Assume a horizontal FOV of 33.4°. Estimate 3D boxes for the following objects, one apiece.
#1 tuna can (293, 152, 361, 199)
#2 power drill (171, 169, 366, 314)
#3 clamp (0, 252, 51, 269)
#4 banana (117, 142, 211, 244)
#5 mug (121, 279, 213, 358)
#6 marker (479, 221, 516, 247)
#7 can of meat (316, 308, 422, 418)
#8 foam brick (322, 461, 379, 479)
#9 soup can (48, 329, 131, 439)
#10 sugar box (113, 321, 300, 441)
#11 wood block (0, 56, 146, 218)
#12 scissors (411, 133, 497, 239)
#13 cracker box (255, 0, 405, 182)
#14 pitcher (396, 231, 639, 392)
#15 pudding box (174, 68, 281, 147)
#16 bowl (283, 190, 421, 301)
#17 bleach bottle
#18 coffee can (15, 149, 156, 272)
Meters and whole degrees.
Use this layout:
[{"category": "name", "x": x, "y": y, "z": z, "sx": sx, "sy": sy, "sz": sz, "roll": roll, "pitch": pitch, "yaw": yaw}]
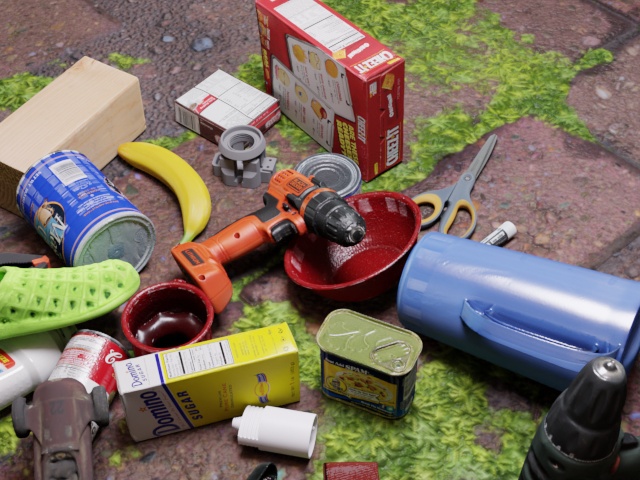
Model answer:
[{"category": "tuna can", "x": 0.008, "y": -0.067, "z": 1.292, "sx": 0.086, "sy": 0.034, "sz": 0.086, "roll": -1, "pitch": 47, "yaw": 1}, {"category": "power drill", "x": -0.058, "y": 0.001, "z": 1.166, "sx": 0.187, "sy": 0.057, "sz": 0.185, "roll": -33, "pitch": 30, "yaw": -14}, {"category": "clamp", "x": -0.390, "y": 0.050, "z": 1.192, "sx": 0.171, "sy": 0.039, "sz": 0.120, "roll": -24, "pitch": 55, "yaw": -28}, {"category": "banana", "x": -0.182, "y": -0.069, "z": 1.298, "sx": 0.069, "sy": 0.037, "sz": 0.198, "roll": -21, "pitch": 49, "yaw": -20}, {"category": "mug", "x": -0.153, "y": 0.094, "z": 1.112, "sx": 0.093, "sy": 0.081, "sz": 0.117, "roll": -1, "pitch": 47, "yaw": 1}, {"category": "marker", "x": 0.178, "y": 0.016, "z": 1.219, "sx": 0.121, "sy": 0.020, "sz": 0.020, "roll": -34, "pitch": 55, "yaw": -27}, {"category": "can of meat", "x": 0.048, "y": 0.127, "z": 1.073, "sx": 0.102, "sy": 0.084, "sz": 0.057, "roll": 18, "pitch": 49, "yaw": 18}, {"category": "foam brick", "x": 0.030, "y": 0.249, "z": 0.980, "sx": 0.051, "sy": 0.053, "sz": 0.078, "roll": -3, "pitch": 48, "yaw": -1}, {"category": "soup can", "x": -0.241, "y": 0.150, "z": 1.069, "sx": 0.068, "sy": 0.068, "sz": 0.102, "roll": 12, "pitch": 51, "yaw": 12}, {"category": "sugar box", "x": -0.110, "y": 0.141, "z": 1.059, "sx": 0.176, "sy": 0.093, "sz": 0.048, "roll": -15, "pitch": 50, "yaw": -11}, {"category": "wood block", "x": -0.319, "y": -0.126, "z": 1.321, "sx": 0.091, "sy": 0.090, "sz": 0.205, "roll": 24, "pitch": 51, "yaw": 22}, {"category": "scissors", "x": 0.158, "y": -0.069, "z": 1.302, "sx": 0.096, "sy": 0.016, "sz": 0.201, "roll": 8, "pitch": 47, "yaw": 9}, {"category": "cracker box", "x": 0.013, "y": -0.199, "z": 1.329, "sx": 0.072, "sy": 0.164, "sz": 0.214, "roll": -32, "pitch": 53, "yaw": -23}, {"category": "pitcher", "x": 0.202, "y": 0.075, "z": 1.084, "sx": 0.243, "sy": 0.149, "sz": 0.145, "roll": 18, "pitch": 61, "yaw": 22}, {"category": "pudding box", "x": -0.121, "y": -0.170, "z": 1.392, "sx": 0.114, "sy": 0.039, "sz": 0.089, "roll": 31, "pitch": 54, "yaw": 25}, {"category": "bowl", "x": 0.043, "y": 0.016, "z": 1.177, "sx": 0.162, "sy": 0.055, "sz": 0.162, "roll": -19, "pitch": 34, "yaw": 13}, {"category": "bleach bottle", "x": -0.367, "y": 0.144, "z": 1.087, "sx": 0.250, "sy": 0.068, "sz": 0.103, "roll": -26, "pitch": 45, "yaw": -26}, {"category": "coffee can", "x": -0.267, "y": -0.024, "z": 1.214, "sx": 0.102, "sy": 0.103, "sz": 0.140, "roll": -31, "pitch": 53, "yaw": -25}]
